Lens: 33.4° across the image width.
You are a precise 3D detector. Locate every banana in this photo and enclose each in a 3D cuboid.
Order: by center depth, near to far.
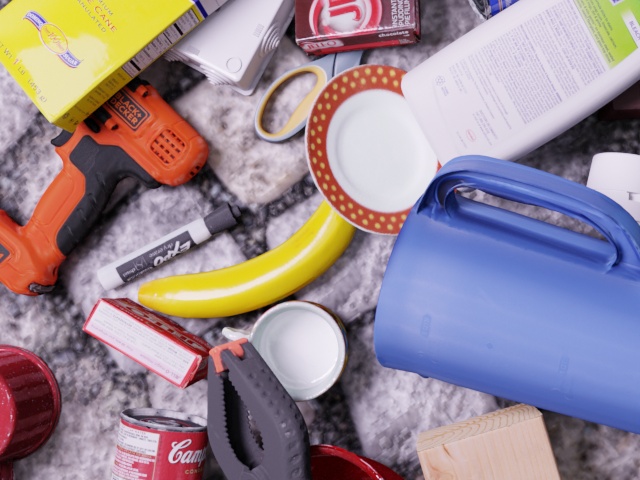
[{"bbox_3d":[-0.042,0.014,0.809,0.198,0.037,0.070,-33,76,3],"label":"banana"}]

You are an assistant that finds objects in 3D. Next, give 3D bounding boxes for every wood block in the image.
[{"bbox_3d":[0.140,0.230,0.756,0.091,0.090,0.206,-17,86,5],"label":"wood block"}]

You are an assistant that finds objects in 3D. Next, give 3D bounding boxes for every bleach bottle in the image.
[{"bbox_3d":[0.185,-0.133,0.728,0.251,0.068,0.102,-28,95,23],"label":"bleach bottle"}]

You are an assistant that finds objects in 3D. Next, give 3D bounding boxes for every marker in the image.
[{"bbox_3d":[-0.115,0.004,0.824,0.121,0.020,0.020,-27,86,4],"label":"marker"}]

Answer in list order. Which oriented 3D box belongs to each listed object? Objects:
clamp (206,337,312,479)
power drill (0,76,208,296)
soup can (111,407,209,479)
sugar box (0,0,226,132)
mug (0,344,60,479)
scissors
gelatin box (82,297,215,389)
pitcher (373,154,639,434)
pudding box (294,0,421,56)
[{"bbox_3d":[-0.027,0.172,0.748,0.165,0.036,0.210,-9,95,47],"label":"clamp"},{"bbox_3d":[-0.207,-0.066,0.817,0.184,0.057,0.187,43,93,6],"label":"power drill"},{"bbox_3d":[-0.122,0.182,0.795,0.068,0.068,0.102,9,89,6],"label":"soup can"},{"bbox_3d":[-0.148,-0.169,0.768,0.176,0.048,0.093,-41,82,3],"label":"sugar box"},{"bbox_3d":[-0.253,0.139,0.803,0.093,0.081,0.117,-6,88,5],"label":"mug"},{"bbox_3d":[0.037,-0.136,0.815,0.202,0.016,0.096,-41,86,3],"label":"scissors"},{"bbox_3d":[-0.124,0.074,0.796,0.089,0.073,0.030,29,90,6],"label":"gelatin box"},{"bbox_3d":[0.166,0.047,0.703,0.243,0.149,0.145,16,81,21],"label":"pitcher"},{"bbox_3d":[0.027,-0.199,0.794,0.090,0.039,0.113,-5,77,13],"label":"pudding box"}]
